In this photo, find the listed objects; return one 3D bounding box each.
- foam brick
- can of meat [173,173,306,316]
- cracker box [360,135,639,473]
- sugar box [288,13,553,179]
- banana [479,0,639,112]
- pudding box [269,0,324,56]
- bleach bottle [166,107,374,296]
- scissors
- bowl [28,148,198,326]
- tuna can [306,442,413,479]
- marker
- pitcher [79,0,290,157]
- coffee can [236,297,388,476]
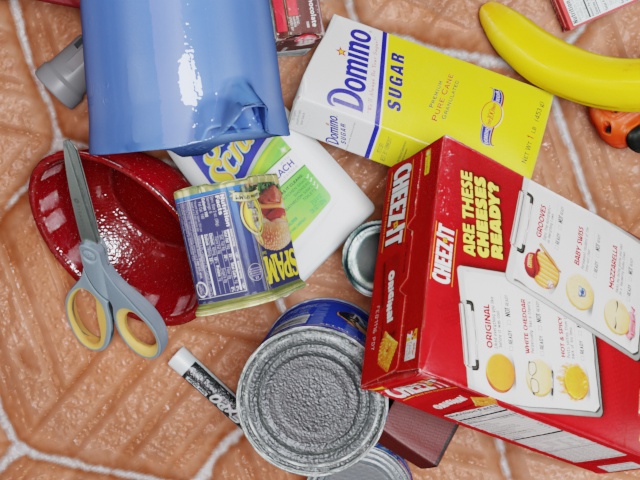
[{"bbox_3d":[0.078,0.125,0.804,0.051,0.053,0.078,31,72,1],"label":"foam brick"},{"bbox_3d":[-0.055,0.001,0.727,0.057,0.102,0.084,-12,91,16],"label":"can of meat"},{"bbox_3d":[0.136,0.050,0.717,0.213,0.072,0.164,23,61,-27],"label":"cracker box"},{"bbox_3d":[0.074,-0.095,0.780,0.176,0.048,0.093,21,55,0],"label":"sugar box"},{"bbox_3d":[0.197,-0.128,0.757,0.198,0.037,0.069,13,87,34],"label":"banana"},{"bbox_3d":[-0.027,-0.182,0.767,0.039,0.113,0.090,-9,94,-9],"label":"pudding box"},{"bbox_3d":[-0.078,-0.080,0.808,0.102,0.068,0.251,-45,88,8],"label":"bleach bottle"},{"bbox_3d":[-0.150,0.020,0.782,0.096,0.016,0.202,25,135,9],"label":"scissors"},{"bbox_3d":[-0.137,-0.013,0.797,0.162,0.055,0.162,21,138,20],"label":"bowl"},{"bbox_3d":[0.031,0.197,0.835,0.086,0.033,0.086,0,95,5],"label":"tuna can"},{"bbox_3d":[-0.070,0.131,0.845,0.121,0.020,0.020,42,97,0],"label":"marker"},{"bbox_3d":[-0.103,-0.176,0.702,0.149,0.145,0.243,-4,96,11],"label":"pitcher"},{"bbox_3d":[-0.001,0.101,0.776,0.103,0.140,0.103,0,95,4],"label":"coffee can"}]
